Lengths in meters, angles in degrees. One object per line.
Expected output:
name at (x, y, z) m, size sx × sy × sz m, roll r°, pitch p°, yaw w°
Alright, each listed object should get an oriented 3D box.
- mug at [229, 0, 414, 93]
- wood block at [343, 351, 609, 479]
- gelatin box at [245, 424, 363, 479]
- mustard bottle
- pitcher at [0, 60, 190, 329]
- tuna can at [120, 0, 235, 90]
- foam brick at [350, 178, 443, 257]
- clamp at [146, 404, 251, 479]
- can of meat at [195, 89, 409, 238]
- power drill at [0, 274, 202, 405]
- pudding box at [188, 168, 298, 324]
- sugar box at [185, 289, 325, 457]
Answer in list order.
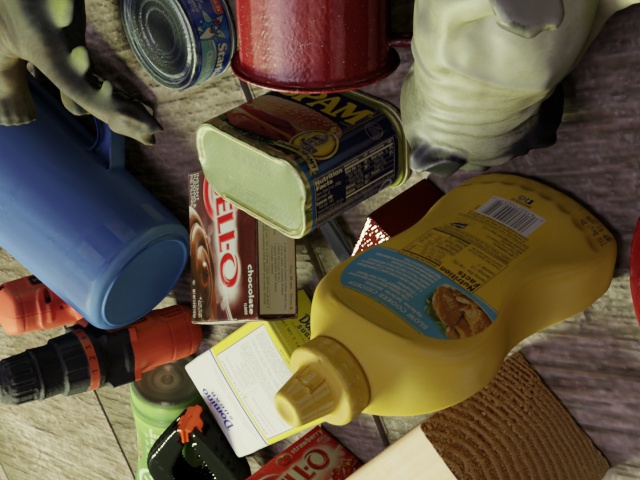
mug at (0.008, -0.131, 0.559) m, size 0.117 × 0.093 × 0.081 m, roll 7°, pitch 121°, yaw 14°
wood block at (0.076, 0.165, 0.686) m, size 0.090 × 0.090 × 0.206 m, roll 52°, pitch 146°, yaw 10°
gelatin box at (-0.009, 0.194, 0.820) m, size 0.073 × 0.089 × 0.030 m, roll 37°, pitch 141°, yaw 30°
mustard bottle at (0.053, 0.034, 0.522) m, size 0.096 × 0.191 × 0.058 m, roll 32°, pitch 138°, yaw 35°
pitcher at (-0.219, -0.047, 0.888) m, size 0.243 × 0.144 × 0.149 m, roll 39°, pitch 154°, yaw 21°
tuna can at (-0.098, -0.146, 0.721) m, size 0.086 × 0.033 × 0.086 m, roll 32°, pitch 138°, yaw 34°
foam brick at (0.063, 0.015, 0.620) m, size 0.078 × 0.052 × 0.051 m, roll 46°, pitch 145°, yaw 20°
clamp at (-0.095, 0.228, 0.951) m, size 0.164 × 0.036 × 0.210 m, roll 13°, pitch 133°, yaw 8°
can of meat at (-0.012, -0.052, 0.638) m, size 0.102 × 0.083 × 0.057 m, roll 29°, pitch 136°, yaw 38°
power drill at (-0.222, 0.080, 0.943) m, size 0.188 × 0.184 × 0.057 m, roll 26°, pitch 123°, yaw 52°
pudding box at (-0.055, 0.001, 0.741) m, size 0.090 × 0.039 × 0.113 m, roll -9°, pitch 83°, yaw 55°
sugar box at (-0.040, 0.108, 0.836) m, size 0.093 × 0.048 × 0.176 m, roll 59°, pitch 150°, yaw 3°
